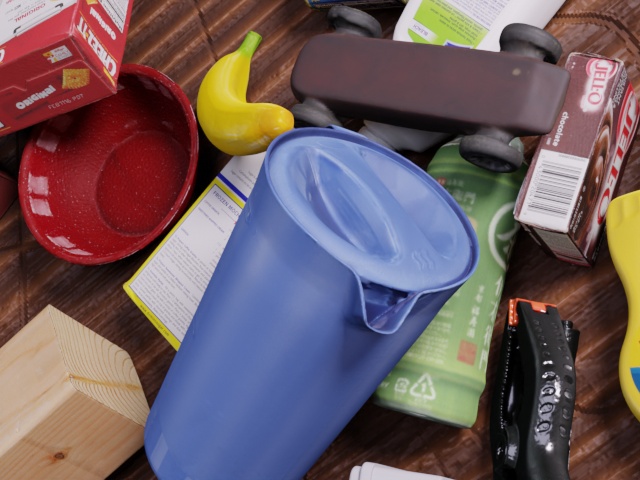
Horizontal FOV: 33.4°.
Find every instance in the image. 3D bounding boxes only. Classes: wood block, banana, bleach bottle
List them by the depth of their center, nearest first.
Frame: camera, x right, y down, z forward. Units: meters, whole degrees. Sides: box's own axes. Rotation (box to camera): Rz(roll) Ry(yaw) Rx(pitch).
[{"bbox_3d":[0.102,-0.160,0.748,0.103,0.068,0.251,41,96,31],"label":"bleach bottle"},{"bbox_3d":[-0.060,-0.098,0.768,0.070,0.037,0.198,-58,24,19],"label":"banana"},{"bbox_3d":[-0.231,0.158,0.772,0.206,0.090,0.090,-41,44,8],"label":"wood block"}]

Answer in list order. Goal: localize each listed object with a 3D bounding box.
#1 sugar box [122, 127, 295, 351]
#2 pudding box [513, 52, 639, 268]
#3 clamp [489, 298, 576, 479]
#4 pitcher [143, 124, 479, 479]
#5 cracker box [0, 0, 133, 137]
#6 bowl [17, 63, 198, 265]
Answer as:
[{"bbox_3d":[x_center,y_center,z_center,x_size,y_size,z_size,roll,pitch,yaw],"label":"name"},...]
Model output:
[{"bbox_3d":[-0.055,0.001,0.778,0.176,0.048,0.093,-48,60,1],"label":"sugar box"},{"bbox_3d":[0.164,-0.048,0.669,0.039,0.090,0.113,18,83,29],"label":"pudding box"},{"bbox_3d":[0.121,0.136,0.635,0.036,0.165,0.210,11,54,-7],"label":"clamp"},{"bbox_3d":[-0.019,0.054,0.660,0.145,0.149,0.243,42,125,16],"label":"pitcher"},{"bbox_3d":[-0.234,-0.182,0.860,0.164,0.072,0.213,-17,47,19],"label":"cracker box"},{"bbox_3d":[-0.154,-0.053,0.831,0.162,0.055,0.162,-7,72,22],"label":"bowl"}]
